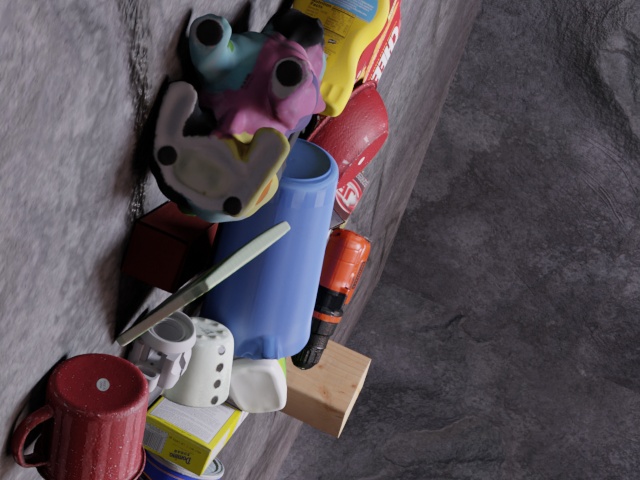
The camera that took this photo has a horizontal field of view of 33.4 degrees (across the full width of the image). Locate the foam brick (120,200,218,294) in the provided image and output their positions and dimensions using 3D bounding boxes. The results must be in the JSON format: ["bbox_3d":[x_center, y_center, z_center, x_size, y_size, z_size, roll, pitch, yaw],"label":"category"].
[{"bbox_3d":[-0.131,0.004,0.939,0.078,0.051,0.053,-46,157,-70],"label":"foam brick"}]

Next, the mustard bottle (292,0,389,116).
[{"bbox_3d":[0.015,-0.225,1.068,0.058,0.096,0.191,82,33,-75],"label":"mustard bottle"}]

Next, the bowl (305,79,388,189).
[{"bbox_3d":[0.031,-0.113,1.269,0.162,0.055,0.162,-46,172,-9],"label":"bowl"}]

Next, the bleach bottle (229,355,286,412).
[{"bbox_3d":[-0.074,0.089,1.357,0.102,0.068,0.251,75,12,-46],"label":"bleach bottle"}]

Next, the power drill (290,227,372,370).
[{"bbox_3d":[0.015,0.064,1.383,0.187,0.057,0.184,-59,171,-79],"label":"power drill"}]

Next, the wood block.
[{"bbox_3d":[-0.048,0.169,1.431,0.091,0.206,0.090,101,15,-57],"label":"wood block"}]

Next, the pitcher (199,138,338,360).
[{"bbox_3d":[-0.058,0.001,1.211,0.144,0.149,0.243,-35,147,-48],"label":"pitcher"}]

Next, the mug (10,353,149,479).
[{"bbox_3d":[-0.194,0.148,0.864,0.117,0.093,0.082,-11,129,-35],"label":"mug"}]

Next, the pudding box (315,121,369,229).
[{"bbox_3d":[0.004,-0.084,1.382,0.039,0.113,0.090,-29,-159,41],"label":"pudding box"}]

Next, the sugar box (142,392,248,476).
[{"bbox_3d":[-0.149,0.213,1.298,0.048,0.093,0.176,-66,172,17],"label":"sugar box"}]
